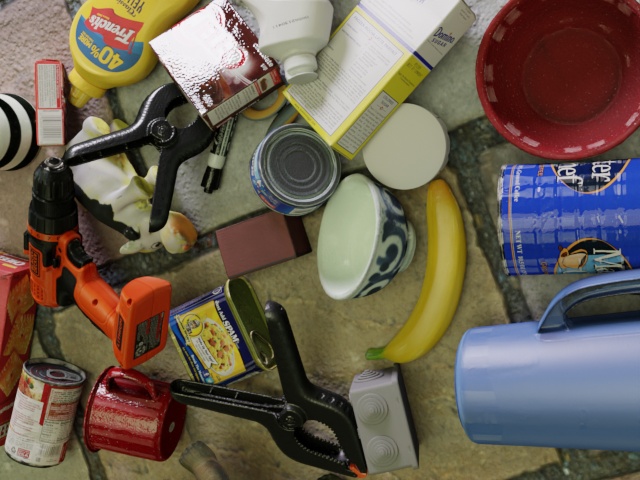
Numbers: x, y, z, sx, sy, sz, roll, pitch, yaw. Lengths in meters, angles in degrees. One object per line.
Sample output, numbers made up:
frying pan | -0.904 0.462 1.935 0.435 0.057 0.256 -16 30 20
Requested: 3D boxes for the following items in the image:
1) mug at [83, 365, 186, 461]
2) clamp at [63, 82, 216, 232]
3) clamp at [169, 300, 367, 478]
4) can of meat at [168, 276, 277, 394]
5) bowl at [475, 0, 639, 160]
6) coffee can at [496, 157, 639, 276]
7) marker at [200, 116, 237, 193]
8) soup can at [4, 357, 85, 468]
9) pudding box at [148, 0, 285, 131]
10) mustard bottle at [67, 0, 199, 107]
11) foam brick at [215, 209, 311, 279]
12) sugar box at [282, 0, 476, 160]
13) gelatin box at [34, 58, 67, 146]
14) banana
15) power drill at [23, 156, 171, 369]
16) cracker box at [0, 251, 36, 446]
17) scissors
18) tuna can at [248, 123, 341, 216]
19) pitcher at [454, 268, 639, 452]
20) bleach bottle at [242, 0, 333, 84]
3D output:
mug | -0.191 0.175 1.112 0.081 0.093 0.117 10 130 12
clamp | -0.168 -0.104 1.059 0.120 0.039 0.171 32 69 -4
clamp | -0.025 0.157 1.049 0.210 0.036 0.165 36 123 -10
can of meat | -0.100 0.099 1.096 0.084 0.057 0.102 -26 88 21
bowl | 0.223 -0.150 0.956 0.162 0.055 0.162 0 91 18
coffee can | 0.235 -0.020 0.947 0.140 0.102 0.103 -2 96 19
marker | -0.100 -0.106 1.091 0.020 0.020 0.121 20 102 15
soup can | -0.301 0.188 1.166 0.068 0.068 0.102 20 102 15
pudding box | -0.101 -0.174 1.042 0.090 0.039 0.113 -35 66 -4
mustard bottle | -0.202 -0.217 1.092 0.096 0.058 0.192 39 107 8
foam brick | -0.057 0.001 1.072 0.078 0.053 0.051 -18 90 18
sugar box | 0.053 -0.171 0.991 0.176 0.048 0.093 -46 55 9
gelatin box | -0.281 -0.143 1.117 0.030 0.073 0.089 -1 96 -11
banana | 0.104 0.042 1.032 0.070 0.037 0.198 23 103 13
power drill | -0.230 0.027 1.082 0.188 0.057 0.184 37 136 29
cracker box | -0.410 0.110 1.191 0.164 0.072 0.214 15 102 17
scissors | -0.007 -0.172 1.050 0.096 0.016 0.202 34 105 0
tuna can | -0.024 -0.069 1.029 0.086 0.034 0.086 4 77 -18
pitcher | 0.246 0.116 0.947 0.243 0.145 0.149 -5 69 22
bleach bottle | -0.050 -0.267 1.005 0.103 0.068 0.251 -16 79 18
